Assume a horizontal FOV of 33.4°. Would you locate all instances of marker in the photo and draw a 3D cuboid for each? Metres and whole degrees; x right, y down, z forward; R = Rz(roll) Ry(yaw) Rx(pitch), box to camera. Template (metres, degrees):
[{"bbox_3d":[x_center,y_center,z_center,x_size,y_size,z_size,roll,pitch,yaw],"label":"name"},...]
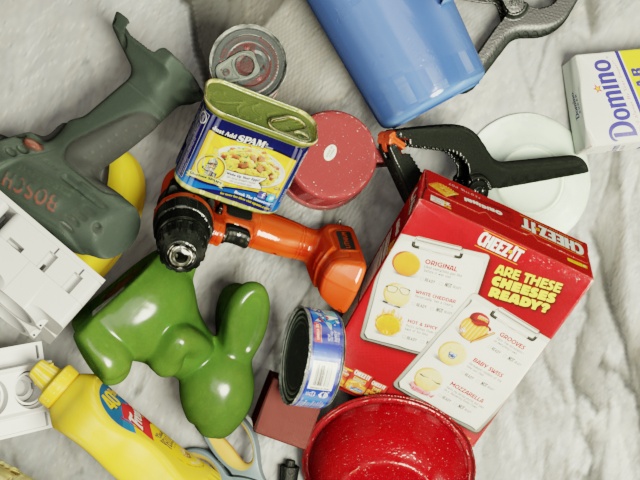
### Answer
[{"bbox_3d":[-0.035,0.268,1.010,0.020,0.020,0.121,6,89,-6],"label":"marker"}]

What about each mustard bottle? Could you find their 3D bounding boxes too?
[{"bbox_3d":[-0.175,0.172,0.931,0.191,0.096,0.058,40,91,-3],"label":"mustard bottle"}]

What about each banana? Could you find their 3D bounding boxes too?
[{"bbox_3d":[-0.213,-0.002,0.986,0.070,0.037,0.198,26,85,15],"label":"banana"}]

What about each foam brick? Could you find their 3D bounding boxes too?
[{"bbox_3d":[-0.031,0.154,0.981,0.051,0.078,0.053,21,88,-4],"label":"foam brick"}]

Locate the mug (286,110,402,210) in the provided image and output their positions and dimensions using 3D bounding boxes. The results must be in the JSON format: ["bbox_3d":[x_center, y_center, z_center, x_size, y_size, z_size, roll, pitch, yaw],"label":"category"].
[{"bbox_3d":[0.018,-0.075,0.984,0.117,0.081,0.093,2,90,-6],"label":"mug"}]

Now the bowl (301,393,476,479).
[{"bbox_3d":[0.061,0.221,0.968,0.162,0.055,0.162,2,116,5],"label":"bowl"}]

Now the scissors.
[{"bbox_3d":[-0.063,0.245,0.975,0.096,0.016,0.202,-35,71,7],"label":"scissors"}]

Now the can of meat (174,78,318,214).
[{"bbox_3d":[-0.065,-0.077,0.907,0.102,0.057,0.084,19,122,-16],"label":"can of meat"}]

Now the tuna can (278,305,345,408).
[{"bbox_3d":[-0.008,0.100,0.914,0.033,0.086,0.086,10,89,-17],"label":"tuna can"}]

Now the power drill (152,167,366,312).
[{"bbox_3d":[-0.056,0.001,0.936,0.187,0.184,0.057,21,110,-14],"label":"power drill"}]

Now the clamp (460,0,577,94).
[{"bbox_3d":[0.173,-0.231,1.022,0.171,0.039,0.120,-32,99,-2],"label":"clamp"}]

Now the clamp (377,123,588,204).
[{"bbox_3d":[0.145,-0.052,0.977,0.209,0.036,0.164,37,82,-21],"label":"clamp"}]

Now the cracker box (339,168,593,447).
[{"bbox_3d":[0.115,0.064,0.952,0.164,0.072,0.214,24,121,-5],"label":"cracker box"}]

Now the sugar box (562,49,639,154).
[{"bbox_3d":[0.330,-0.139,1.031,0.176,0.048,0.093,-7,83,-8],"label":"sugar box"}]

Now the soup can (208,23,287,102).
[{"bbox_3d":[-0.067,-0.152,0.965,0.068,0.102,0.068,0,90,-6],"label":"soup can"}]

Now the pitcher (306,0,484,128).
[{"bbox_3d":[0.056,-0.232,0.955,0.145,0.149,0.243,-28,93,-5],"label":"pitcher"}]
